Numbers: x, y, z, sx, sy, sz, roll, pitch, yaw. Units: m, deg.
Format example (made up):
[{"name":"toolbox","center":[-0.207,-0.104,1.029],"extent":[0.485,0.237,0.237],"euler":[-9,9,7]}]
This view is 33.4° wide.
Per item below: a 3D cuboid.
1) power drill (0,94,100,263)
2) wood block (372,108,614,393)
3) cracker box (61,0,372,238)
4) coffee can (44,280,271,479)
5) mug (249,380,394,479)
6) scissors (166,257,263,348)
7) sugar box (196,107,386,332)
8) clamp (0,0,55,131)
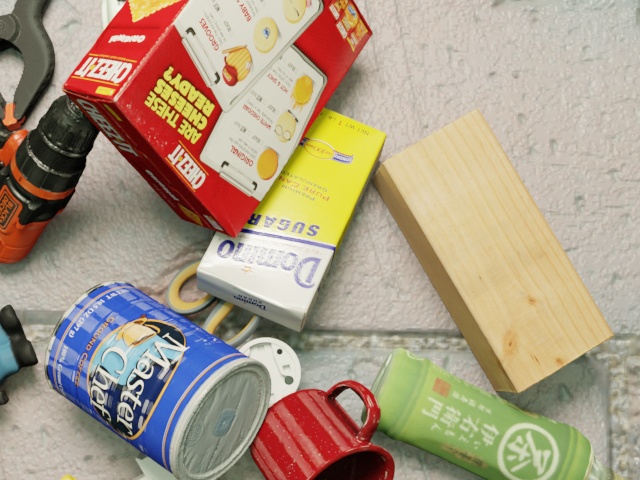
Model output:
[{"name":"power drill","center":[-0.260,-0.096,0.826],"extent":[0.188,0.057,0.185],"euler":[49,128,9]},{"name":"wood block","center":[0.135,0.011,0.862],"extent":[0.090,0.091,0.206],"euler":[-30,85,-7]},{"name":"cracker box","center":[-0.069,-0.137,0.798],"extent":[0.072,0.164,0.213],"euler":[17,66,40]},{"name":"coffee can","center":[-0.122,0.105,0.803],"extent":[0.140,0.102,0.103],"euler":[27,81,29]},{"name":"mug","center":[0.003,0.159,0.822],"extent":[0.082,0.093,0.117],"euler":[46,112,44]},{"name":"scissors","center":[-0.056,0.001,0.886],"extent":[0.096,0.016,0.201],"euler":[16,64,23]},{"name":"sugar box","center":[-0.022,-0.025,0.856],"extent":[0.093,0.048,0.176],"euler":[22,64,5]},{"name":"clamp","center":[-0.255,-0.181,0.890],"extent":[0.120,0.039,0.171],"euler":[-14,90,0]}]
